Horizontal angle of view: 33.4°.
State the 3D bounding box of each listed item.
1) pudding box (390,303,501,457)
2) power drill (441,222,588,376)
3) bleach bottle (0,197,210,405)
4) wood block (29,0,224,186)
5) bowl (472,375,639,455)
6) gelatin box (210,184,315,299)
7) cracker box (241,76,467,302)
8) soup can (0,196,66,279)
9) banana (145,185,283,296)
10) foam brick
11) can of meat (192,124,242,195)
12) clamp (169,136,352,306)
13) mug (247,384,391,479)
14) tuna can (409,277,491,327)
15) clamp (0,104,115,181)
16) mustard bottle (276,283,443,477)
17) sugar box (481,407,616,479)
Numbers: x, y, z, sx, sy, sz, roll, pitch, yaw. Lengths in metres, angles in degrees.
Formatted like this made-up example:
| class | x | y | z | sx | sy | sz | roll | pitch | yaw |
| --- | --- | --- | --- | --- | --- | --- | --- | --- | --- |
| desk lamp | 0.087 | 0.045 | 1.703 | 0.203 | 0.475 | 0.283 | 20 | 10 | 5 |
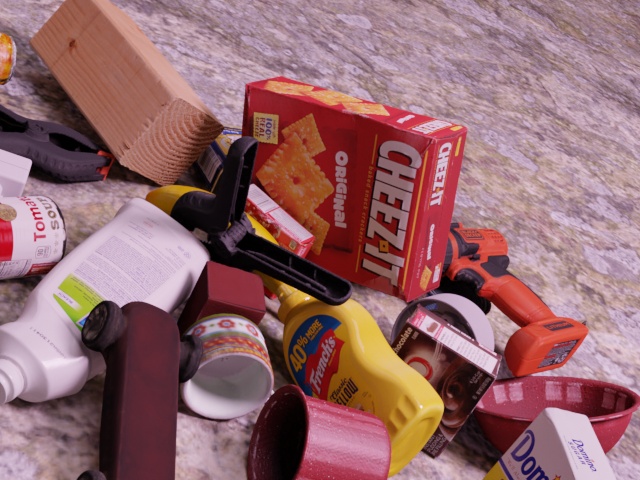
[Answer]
| class | x | y | z | sx | sy | sz | roll | pitch | yaw |
| --- | --- | --- | --- | --- | --- | --- | --- | --- | --- |
| pudding box | 0.094 | 0.124 | 0.938 | 0.090 | 0.114 | 0.039 | 32 | 32 | 5 |
| power drill | 0.169 | 0.054 | 1.092 | 0.184 | 0.057 | 0.188 | -4 | 44 | -44 |
| bleach bottle | -0.190 | 0.053 | 0.857 | 0.102 | 0.068 | 0.250 | 35 | 33 | 8 |
| wood block | -0.204 | -0.162 | 1.113 | 0.206 | 0.091 | 0.090 | 50 | 10 | 30 |
| bowl | 0.213 | 0.169 | 0.985 | 0.162 | 0.055 | 0.162 | -2 | 6 | 0 |
| gelatin box | -0.057 | 0.001 | 1.034 | 0.089 | 0.073 | 0.030 | 41 | 33 | 17 |
| cracker box | 0.020 | -0.053 | 1.028 | 0.214 | 0.164 | 0.071 | 20 | 25 | 30 |
| soup can | -0.267 | -0.002 | 0.866 | 0.102 | 0.069 | 0.069 | -5 | 44 | -45 |
| banana | -0.091 | -0.004 | 1.013 | 0.198 | 0.070 | 0.037 | 39 | 33 | 18 |
| foam brick | -0.086 | 0.066 | 0.908 | 0.053 | 0.078 | 0.051 | 18 | 34 | -19 |
| can of meat | -0.085 | -0.080 | 1.150 | 0.101 | 0.057 | 0.084 | 5 | 36 | -36 |
| clamp | -0.069 | 0.002 | 0.937 | 0.036 | 0.210 | 0.164 | -44 | 104 | -33 |
| mug | -0.004 | 0.163 | 0.833 | 0.081 | 0.093 | 0.117 | 19 | 5 | -26 |
| tuna can | 0.138 | 0.063 | 1.145 | 0.086 | 0.034 | 0.086 | 21 | 31 | -14 |
| clamp | -0.281 | -0.090 | 1.015 | 0.171 | 0.039 | 0.120 | 19 | 33 | -17 |
| mustard bottle | 0.019 | 0.106 | 0.918 | 0.058 | 0.096 | 0.192 | -4 | 44 | -43 |
| sugar box | 0.144 | 0.214 | 0.782 | 0.048 | 0.176 | 0.093 | 16 | 33 | -22 |
